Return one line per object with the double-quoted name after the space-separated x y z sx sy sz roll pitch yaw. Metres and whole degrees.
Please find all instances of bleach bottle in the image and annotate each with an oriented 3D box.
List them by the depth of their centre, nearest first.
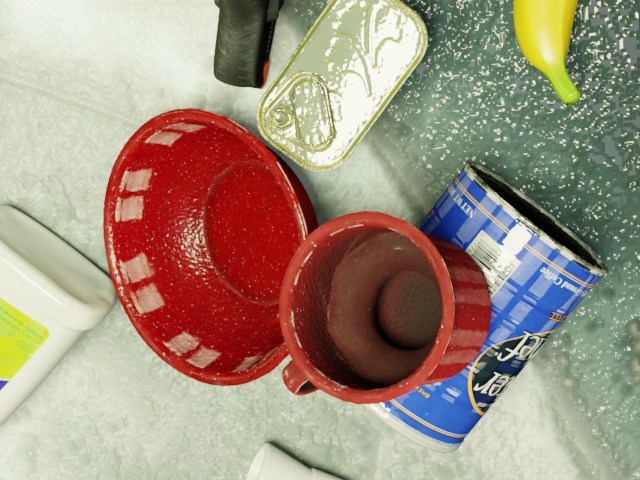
-0.242 0.101 0.685 0.102 0.068 0.251 38 106 -5 "bleach bottle"

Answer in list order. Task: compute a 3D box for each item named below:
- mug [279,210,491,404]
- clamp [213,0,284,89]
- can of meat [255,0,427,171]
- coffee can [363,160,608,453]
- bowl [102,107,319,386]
0.030 0.043 0.552 0.117 0.081 0.093 -44 69 18 "mug"
-0.034 -0.146 0.573 0.039 0.171 0.120 20 70 0 "clamp"
0.012 -0.097 0.603 0.057 0.084 0.102 35 105 -8 "can of meat"
0.084 0.039 0.629 0.102 0.103 0.140 35 105 -8 "coffee can"
-0.054 0.001 0.628 0.162 0.055 0.162 10 107 35 "bowl"
